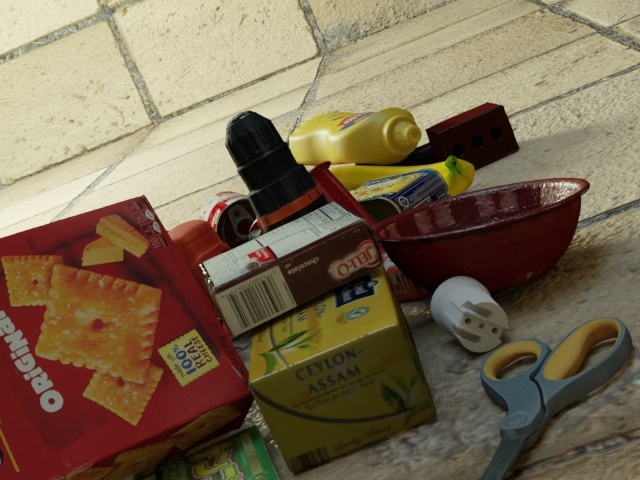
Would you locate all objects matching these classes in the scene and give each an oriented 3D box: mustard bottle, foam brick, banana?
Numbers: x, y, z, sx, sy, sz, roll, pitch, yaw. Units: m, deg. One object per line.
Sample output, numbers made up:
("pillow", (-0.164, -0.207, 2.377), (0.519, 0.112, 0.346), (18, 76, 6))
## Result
("mustard bottle", (0.049, -0.111, 1.152), (0.096, 0.058, 0.192), (-18, 12, -26))
("foam brick", (0.159, -0.107, 1.127), (0.078, 0.053, 0.051), (-25, 14, -3))
("banana", (0.089, -0.063, 1.061), (0.198, 0.069, 0.037), (-4, 57, 53))

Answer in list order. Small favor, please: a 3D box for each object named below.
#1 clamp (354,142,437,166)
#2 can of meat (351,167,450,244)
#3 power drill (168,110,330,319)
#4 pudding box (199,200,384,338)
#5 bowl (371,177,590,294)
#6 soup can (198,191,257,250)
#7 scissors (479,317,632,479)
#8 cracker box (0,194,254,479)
("clamp", (0.047, -0.069, 1.198), (0.209, 0.036, 0.165), (-31, 17, -26))
("can of meat", (0.059, -0.024, 0.979), (0.102, 0.057, 0.083), (-9, 18, 43))
("power drill", (-0.056, 0.001, 0.852), (0.057, 0.184, 0.188), (-34, 8, -36))
("pudding box", (-0.022, 0.016, 0.723), (0.113, 0.039, 0.090), (-24, 13, -7))
("bowl", (0.118, 0.001, 0.769), (0.162, 0.055, 0.162), (-14, 8, 2))
("soup can", (-0.091, -0.017, 1.163), (0.068, 0.068, 0.102), (-27, 14, -13))
("scissors", (0.096, 0.097, 0.572), (0.201, 0.016, 0.096), (-34, 16, -36))
("cracker box", (-0.171, 0.076, 0.661), (0.213, 0.164, 0.072), (-20, -25, -28))
